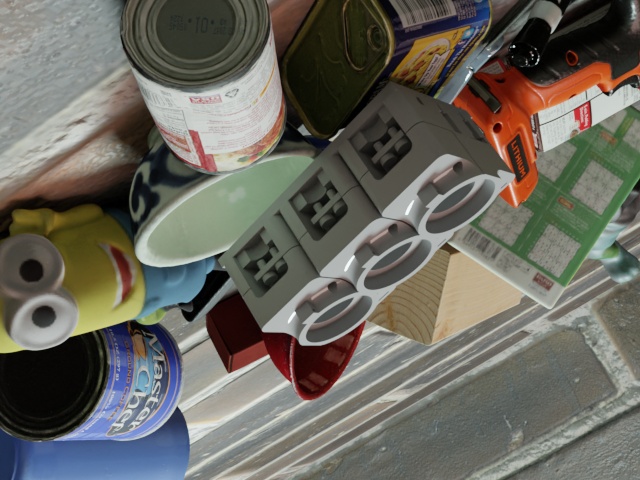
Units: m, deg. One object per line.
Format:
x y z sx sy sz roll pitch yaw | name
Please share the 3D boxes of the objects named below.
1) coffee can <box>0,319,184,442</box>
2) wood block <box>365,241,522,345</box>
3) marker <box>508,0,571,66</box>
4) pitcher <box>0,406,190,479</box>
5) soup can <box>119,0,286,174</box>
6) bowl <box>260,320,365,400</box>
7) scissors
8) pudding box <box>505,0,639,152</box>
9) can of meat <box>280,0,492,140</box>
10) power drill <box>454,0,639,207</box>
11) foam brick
-0.175 0.098 0.799 0.103 0.103 0.140 -31 164 8 | coffee can
0.124 0.026 1.035 0.205 0.090 0.091 -14 120 -56 | wood block
0.139 -0.145 0.621 0.121 0.020 0.020 -58 179 -27 | marker
-0.234 0.198 0.953 0.145 0.149 0.242 -22 164 18 | pitcher
-0.053 -0.081 0.510 0.068 0.068 0.102 -27 164 -6 | soup can
-0.009 0.061 0.977 0.161 0.055 0.162 -45 144 -47 | bowl
0.102 -0.126 0.644 0.096 0.016 0.202 -61 -174 -35 | scissors
0.204 -0.129 0.824 0.113 0.039 0.090 -30 144 -3 | pudding box
0.038 -0.110 0.601 0.083 0.057 0.102 -21 162 -33 | can of meat
0.195 -0.106 0.763 0.187 0.057 0.184 -34 135 -2 | power drill
-0.077 0.088 1.034 0.051 0.053 0.078 -25 165 -14 | foam brick
